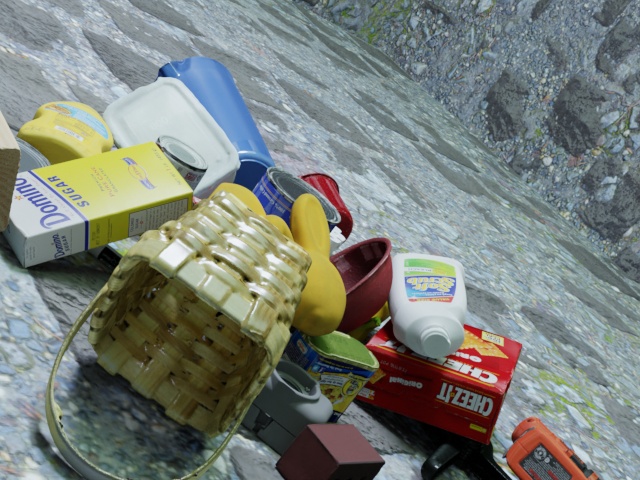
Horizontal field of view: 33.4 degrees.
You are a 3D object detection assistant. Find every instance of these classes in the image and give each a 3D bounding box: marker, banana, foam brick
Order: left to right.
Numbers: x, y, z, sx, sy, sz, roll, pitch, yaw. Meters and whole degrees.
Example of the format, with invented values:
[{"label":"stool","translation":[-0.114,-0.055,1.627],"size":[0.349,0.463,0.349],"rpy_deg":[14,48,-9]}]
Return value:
[{"label":"marker","translation":[-0.186,0.039,1.086],"size":[0.121,0.020,0.020],"rpy_deg":[38,17,6]},{"label":"foam brick","translation":[0.010,0.203,0.971],"size":[0.078,0.053,0.051],"rpy_deg":[12,29,-53]},{"label":"banana","translation":[0.056,0.101,1.319],"size":[0.197,0.070,0.037],"rpy_deg":[-33,108,-78]}]

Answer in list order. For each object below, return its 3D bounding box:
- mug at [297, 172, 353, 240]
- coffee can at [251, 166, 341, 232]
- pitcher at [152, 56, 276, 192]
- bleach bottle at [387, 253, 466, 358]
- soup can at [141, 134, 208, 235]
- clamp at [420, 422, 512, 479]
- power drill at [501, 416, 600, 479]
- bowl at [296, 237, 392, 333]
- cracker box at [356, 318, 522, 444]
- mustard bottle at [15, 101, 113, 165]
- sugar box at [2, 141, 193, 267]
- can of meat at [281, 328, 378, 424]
[{"label":"mug","translation":[-0.007,-0.044,1.522],"size":[0.117,0.093,0.081],"rpy_deg":[63,0,-44]},{"label":"coffee can","translation":[-0.058,0.002,1.224],"size":[0.102,0.140,0.103],"rpy_deg":[33,16,-11]},{"label":"pitcher","translation":[-0.141,-0.134,1.478],"size":[0.149,0.145,0.243],"rpy_deg":[1,37,-28]},{"label":"bleach bottle","translation":[0.130,0.080,1.236],"size":[0.102,0.068,0.251],"rpy_deg":[9,15,-2]},{"label":"soup can","translation":[-0.182,-0.061,1.220],"size":[0.068,0.102,0.068],"rpy_deg":[32,18,-12]},{"label":"clamp","translation":[0.155,0.234,1.196],"size":[0.164,0.036,0.210],"rpy_deg":[28,16,-26]},{"label":"power drill","translation":[0.287,0.283,1.242],"size":[0.184,0.057,0.187],"rpy_deg":[45,4,19]},{"label":"bowl","translation":[0.027,0.064,1.244],"size":[0.055,0.162,0.162],"rpy_deg":[56,12,-15]},{"label":"cracker box","translation":[0.142,0.150,1.255],"size":[0.164,0.072,0.213],"rpy_deg":[17,13,13]},{"label":"mustard bottle","translation":[-0.291,-0.120,1.240],"size":[0.096,0.058,0.191],"rpy_deg":[25,19,-11]},{"label":"sugar box","translation":[-0.223,-0.039,1.040],"size":[0.175,0.048,0.093],"rpy_deg":[-17,48,-32]},{"label":"can of meat","translation":[-0.003,0.136,1.073],"size":[0.101,0.084,0.057],"rpy_deg":[21,22,-40]}]
